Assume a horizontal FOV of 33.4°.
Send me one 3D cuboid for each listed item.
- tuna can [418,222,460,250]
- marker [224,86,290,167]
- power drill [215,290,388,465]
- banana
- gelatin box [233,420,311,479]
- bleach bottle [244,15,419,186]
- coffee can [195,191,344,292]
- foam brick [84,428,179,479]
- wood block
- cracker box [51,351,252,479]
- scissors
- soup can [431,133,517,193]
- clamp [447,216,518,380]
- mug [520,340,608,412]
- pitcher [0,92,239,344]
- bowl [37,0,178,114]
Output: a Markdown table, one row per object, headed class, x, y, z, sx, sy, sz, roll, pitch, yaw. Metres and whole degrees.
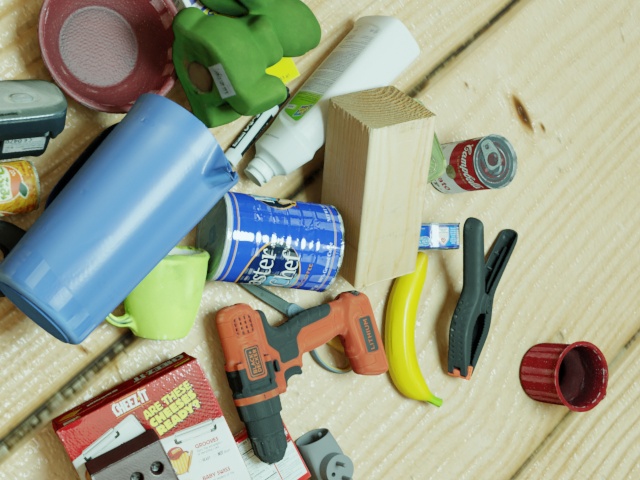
| class | x | y | z | sx | sy | sz | roll | pitch | yaw |
| --- | --- | --- | --- | --- | --- | --- | --- | --- | --- |
| tuna can | 0.130 | -0.005 | 1.320 | 0.086 | 0.086 | 0.034 | -1 | 90 | -29 |
| marker | -0.073 | -0.135 | 1.249 | 0.020 | 0.020 | 0.121 | 44 | 69 | -21 |
| power drill | -0.017 | 0.145 | 1.224 | 0.187 | 0.057 | 0.184 | -16 | 91 | -27 |
| banana | 0.111 | 0.114 | 1.334 | 0.069 | 0.037 | 0.198 | -5 | 91 | -37 |
| gelatin box | -0.063 | 0.254 | 1.235 | 0.073 | 0.030 | 0.089 | -31 | 100 | -26 |
| bleach bottle | 0.002 | -0.160 | 1.258 | 0.250 | 0.103 | 0.068 | -46 | 116 | -13 |
| coffee can | -0.058 | 0.001 | 1.199 | 0.140 | 0.103 | 0.103 | 7 | 85 | -24 |
| foam brick | -0.188 | 0.233 | 1.069 | 0.078 | 0.051 | 0.053 | -26 | 101 | -17 |
| wood block | 0.061 | -0.061 | 1.227 | 0.090 | 0.091 | 0.206 | -15 | 128 | -29 |
| cracker box | -0.167 | 0.251 | 1.144 | 0.164 | 0.072 | 0.213 | -26 | 101 | -17 |
| scissors | -0.017 | 0.076 | 1.275 | 0.201 | 0.016 | 0.096 | 49 | 66 | -19 |
| soup can | 0.190 | -0.095 | 1.346 | 0.068 | 0.102 | 0.068 | 1 | 88 | -29 |
| clamp | 0.205 | 0.072 | 1.368 | 0.164 | 0.036 | 0.210 | -3 | 105 | -60 |
| mug | 0.331 | 0.183 | 1.427 | 0.117 | 0.082 | 0.093 | 29 | 75 | -25 |
| pitcher | -0.210 | -0.022 | 1.062 | 0.145 | 0.149 | 0.242 | 41 | 70 | -5 |
| bowl | -0.229 | -0.212 | 1.144 | 0.161 | 0.055 | 0.162 | 1 | 88 | -29 |
